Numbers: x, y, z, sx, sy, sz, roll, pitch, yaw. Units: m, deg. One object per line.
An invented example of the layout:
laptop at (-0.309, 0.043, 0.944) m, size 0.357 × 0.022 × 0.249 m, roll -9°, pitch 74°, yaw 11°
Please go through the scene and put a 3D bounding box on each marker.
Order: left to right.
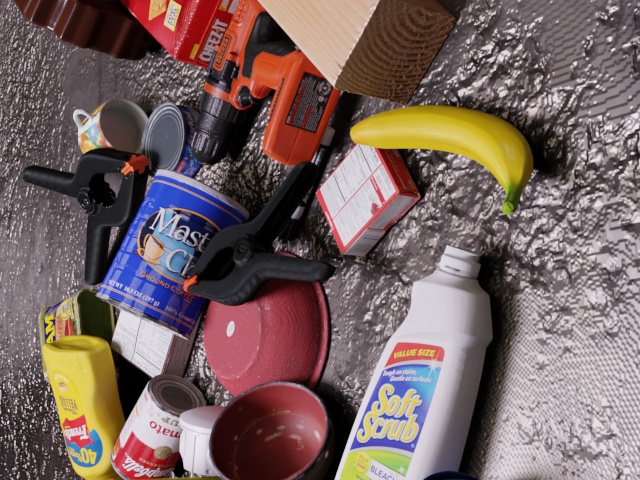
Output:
marker at (-0.016, -0.052, 1.014) m, size 0.020 × 0.020 × 0.121 m, roll 38°, pitch 113°, yaw 45°

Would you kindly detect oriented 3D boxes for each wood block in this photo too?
wood block at (0.015, -0.220, 0.951) m, size 0.091 × 0.090 × 0.206 m, roll -59°, pitch 46°, yaw 26°

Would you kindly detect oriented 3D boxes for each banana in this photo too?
banana at (0.104, -0.079, 0.848) m, size 0.198 × 0.069 × 0.037 m, roll 30°, pitch 146°, yaw 50°

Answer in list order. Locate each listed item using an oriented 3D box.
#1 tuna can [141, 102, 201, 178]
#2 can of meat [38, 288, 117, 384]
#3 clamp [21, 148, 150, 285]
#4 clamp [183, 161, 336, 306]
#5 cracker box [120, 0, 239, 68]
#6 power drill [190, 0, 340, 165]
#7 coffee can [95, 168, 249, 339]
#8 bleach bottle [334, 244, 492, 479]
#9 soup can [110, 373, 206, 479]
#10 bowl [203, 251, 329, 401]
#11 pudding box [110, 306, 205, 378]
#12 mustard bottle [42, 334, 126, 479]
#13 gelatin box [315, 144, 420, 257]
tuna can at (-0.161, -0.108, 1.181) m, size 0.086 × 0.033 × 0.086 m, roll -10°, pitch 76°, yaw 48°
can of meat at (-0.289, 0.116, 1.278) m, size 0.084 × 0.057 × 0.102 m, roll -27°, pitch 65°, yaw 41°
clamp at (-0.267, -0.055, 1.235) m, size 0.164 × 0.036 × 0.210 m, roll 53°, pitch 135°, yaw 3°
clamp at (-0.056, 0.001, 0.977) m, size 0.172 × 0.039 × 0.120 m, roll -20°, pitch 53°, yaw 33°
cracker box at (-0.145, -0.306, 1.164) m, size 0.214 × 0.071 × 0.164 m, roll 48°, pitch 119°, yaw 43°
power drill at (-0.059, -0.137, 1.033) m, size 0.188 × 0.057 × 0.184 m, roll 40°, pitch 114°, yaw 53°
coffee can at (-0.146, 0.014, 1.060) m, size 0.103 × 0.102 × 0.140 m, roll 14°, pitch 76°, yaw 49°
bleach bottle at (0.075, 0.126, 0.849) m, size 0.103 × 0.067 × 0.251 m, roll 20°, pitch 97°, yaw 49°
soup can at (-0.169, 0.198, 1.115) m, size 0.069 × 0.068 × 0.102 m, roll 51°, pitch 121°, yaw 40°
bowl at (-0.064, 0.088, 1.021) m, size 0.162 × 0.055 × 0.162 m, roll -11°, pitch 75°, yaw 48°
pudding box at (-0.175, 0.086, 1.153) m, size 0.090 × 0.039 × 0.113 m, roll 28°, pitch 107°, yaw 35°
mustard bottle at (-0.256, 0.205, 1.197) m, size 0.096 × 0.058 × 0.191 m, roll 2°, pitch 107°, yaw 43°
gelatin box at (0.041, -0.041, 0.938) m, size 0.089 × 0.030 × 0.073 m, roll -48°, pitch 49°, yaw 34°
